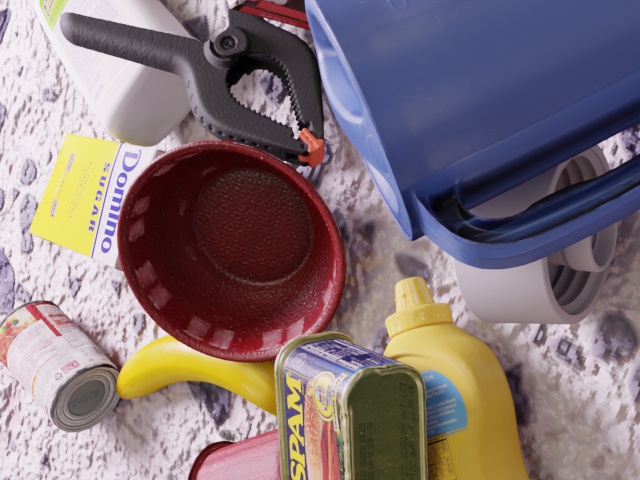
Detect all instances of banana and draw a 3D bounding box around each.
[{"bbox_3d":[-0.090,0.101,0.797,0.198,0.037,0.069,7,91,42],"label":"banana"}]

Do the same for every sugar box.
[{"bbox_3d":[-0.165,-0.030,0.832,0.176,0.048,0.093,13,83,57],"label":"sugar box"}]

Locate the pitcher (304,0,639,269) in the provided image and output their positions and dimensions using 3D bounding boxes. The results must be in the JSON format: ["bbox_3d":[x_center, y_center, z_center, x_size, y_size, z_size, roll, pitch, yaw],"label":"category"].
[{"bbox_3d":[0.123,-0.098,0.497,0.243,0.145,0.149,-24,102,0],"label":"pitcher"}]

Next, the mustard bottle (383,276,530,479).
[{"bbox_3d":[0.076,0.114,0.633,0.096,0.058,0.191,-34,65,52],"label":"mustard bottle"}]

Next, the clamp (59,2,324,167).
[{"bbox_3d":[-0.060,-0.140,0.757,0.210,0.036,0.164,43,77,15],"label":"clamp"}]

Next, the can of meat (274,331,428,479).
[{"bbox_3d":[0.018,0.111,0.617,0.084,0.057,0.102,13,108,62],"label":"can of meat"}]

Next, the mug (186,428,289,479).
[{"bbox_3d":[-0.023,0.178,0.704,0.082,0.093,0.117,-25,88,33],"label":"mug"}]

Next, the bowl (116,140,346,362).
[{"bbox_3d":[-0.055,0.001,0.732,0.162,0.055,0.162,6,115,14],"label":"bowl"}]

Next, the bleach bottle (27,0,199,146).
[{"bbox_3d":[-0.182,-0.190,0.882,0.103,0.068,0.251,-49,54,18],"label":"bleach bottle"}]

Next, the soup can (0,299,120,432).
[{"bbox_3d":[-0.219,0.104,0.892,0.102,0.068,0.068,37,111,36],"label":"soup can"}]
